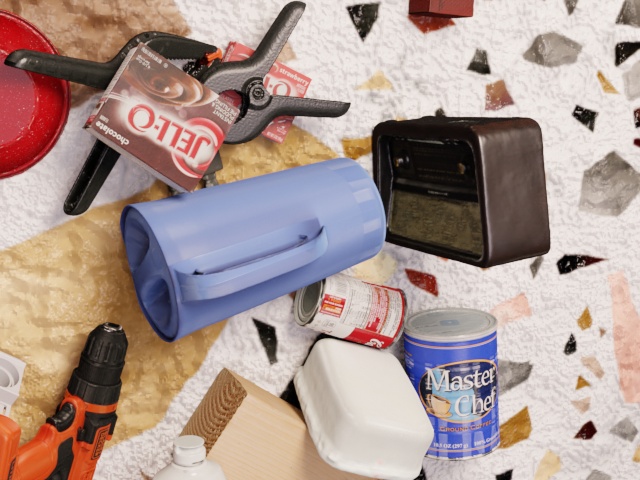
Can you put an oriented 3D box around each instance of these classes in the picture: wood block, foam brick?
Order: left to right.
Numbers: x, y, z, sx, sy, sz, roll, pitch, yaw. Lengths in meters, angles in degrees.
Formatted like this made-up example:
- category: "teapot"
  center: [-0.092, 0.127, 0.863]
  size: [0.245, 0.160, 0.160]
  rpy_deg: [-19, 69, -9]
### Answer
- category: "wood block"
  center: [-0.031, 0.228, 1.119]
  size: [0.206, 0.090, 0.091]
  rpy_deg: [33, 88, -24]
- category: "foam brick"
  center: [0.127, -0.269, 1.096]
  size: [0.053, 0.051, 0.078]
  rpy_deg: [2, 100, -20]

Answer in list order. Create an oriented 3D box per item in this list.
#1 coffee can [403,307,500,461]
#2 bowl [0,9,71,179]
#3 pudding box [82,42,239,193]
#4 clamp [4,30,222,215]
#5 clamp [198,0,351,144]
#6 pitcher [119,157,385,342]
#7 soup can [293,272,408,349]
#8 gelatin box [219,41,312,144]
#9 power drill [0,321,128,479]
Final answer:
- category: "coffee can"
  center: [0.143, 0.154, 1.161]
  size: [0.102, 0.103, 0.140]
  rpy_deg: [-8, 104, -19]
- category: "bowl"
  center: [-0.304, -0.130, 0.963]
  size: [0.162, 0.055, 0.162]
  rpy_deg: [-4, 102, -19]
- category: "pudding box"
  center: [-0.142, -0.108, 0.959]
  size: [0.113, 0.039, 0.090]
  rpy_deg: [33, 77, -20]
- category: "clamp"
  center: [-0.180, -0.126, 0.997]
  size: [0.209, 0.036, 0.164]
  rpy_deg: [-27, 124, -32]
- category: "clamp"
  center: [-0.063, -0.153, 1.023]
  size: [0.171, 0.039, 0.120]
  rpy_deg: [-21, 99, -16]
- category: "pitcher"
  center: [-0.057, 0.001, 1.024]
  size: [0.242, 0.149, 0.145]
  rpy_deg: [-18, 150, -25]
- category: "soup can"
  center: [0.031, 0.070, 1.121]
  size: [0.102, 0.069, 0.068]
  rpy_deg: [17, 95, -22]
- category: "gelatin box"
  center: [-0.064, -0.147, 1.061]
  size: [0.089, 0.030, 0.073]
  rpy_deg: [24, 92, -23]
- category: "power drill"
  center: [-0.252, 0.173, 0.983]
  size: [0.057, 0.187, 0.184]
  rpy_deg: [21, 104, 21]
